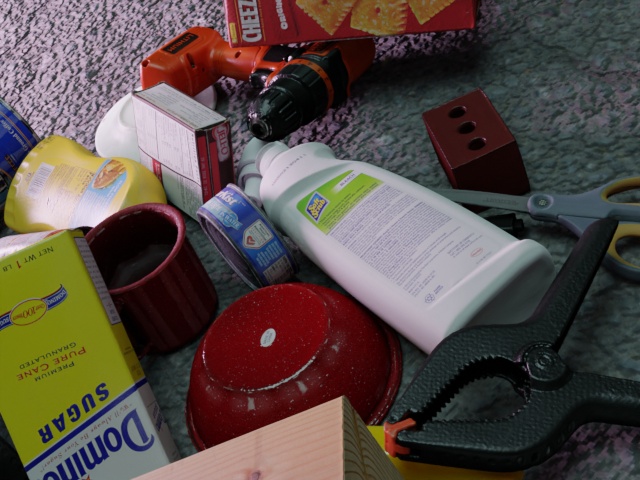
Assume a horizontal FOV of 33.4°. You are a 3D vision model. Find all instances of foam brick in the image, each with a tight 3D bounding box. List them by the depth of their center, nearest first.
[{"bbox_3d":[0.118,-0.068,0.815,0.053,0.051,0.078,-24,41,2],"label":"foam brick"}]

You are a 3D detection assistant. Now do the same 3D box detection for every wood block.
[{"bbox_3d":[-0.059,0.177,0.579,0.206,0.090,0.091,-24,31,16],"label":"wood block"}]

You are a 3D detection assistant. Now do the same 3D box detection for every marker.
[{"bbox_3d":[0.090,-0.007,0.791,0.121,0.020,0.020,-4,46,23],"label":"marker"}]

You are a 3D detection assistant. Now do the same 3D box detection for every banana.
[{"bbox_3d":[0.020,0.138,0.647,0.198,0.037,0.069,-5,19,3],"label":"banana"}]

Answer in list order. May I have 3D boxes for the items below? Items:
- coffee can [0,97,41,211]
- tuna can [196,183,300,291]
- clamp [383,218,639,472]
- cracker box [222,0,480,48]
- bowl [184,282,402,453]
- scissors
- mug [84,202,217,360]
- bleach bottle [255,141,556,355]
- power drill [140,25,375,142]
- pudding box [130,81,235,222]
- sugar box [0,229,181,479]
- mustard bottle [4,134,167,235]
[{"bbox_3d":[-0.338,-0.060,0.993,0.103,0.102,0.140,21,59,40],"label":"coffee can"},{"bbox_3d":[-0.055,0.001,0.804,0.033,0.086,0.086,-39,43,-12],"label":"tuna can"},{"bbox_3d":[0.131,0.071,0.634,0.210,0.036,0.164,-16,52,-7],"label":"clamp"},{"bbox_3d":[0.036,-0.234,0.954,0.214,0.072,0.164,-1,26,13],"label":"cracker box"},{"bbox_3d":[-0.028,0.082,0.731,0.162,0.055,0.162,-14,43,13],"label":"bowl"},{"bbox_3d":[0.163,-0.009,0.739,0.202,0.016,0.096,-4,50,11],"label":"scissors"},{"bbox_3d":[-0.132,0.040,0.804,0.093,0.081,0.117,-4,45,23],"label":"mug"},{"bbox_3d":[0.042,-0.011,0.764,0.102,0.068,0.251,-40,49,-14],"label":"bleach bottle"},{"bbox_3d":[-0.065,-0.143,0.951,0.188,0.057,0.184,9,33,28],"label":"power drill"},{"bbox_3d":[-0.115,-0.074,0.903,0.039,0.090,0.114,-23,36,-32],"label":"pudding box"},{"bbox_3d":[-0.171,0.091,0.716,0.093,0.176,0.048,-25,-3,2],"label":"sugar box"},{"bbox_3d":[-0.187,-0.027,0.915,0.192,0.058,0.096,18,77,38],"label":"mustard bottle"}]
